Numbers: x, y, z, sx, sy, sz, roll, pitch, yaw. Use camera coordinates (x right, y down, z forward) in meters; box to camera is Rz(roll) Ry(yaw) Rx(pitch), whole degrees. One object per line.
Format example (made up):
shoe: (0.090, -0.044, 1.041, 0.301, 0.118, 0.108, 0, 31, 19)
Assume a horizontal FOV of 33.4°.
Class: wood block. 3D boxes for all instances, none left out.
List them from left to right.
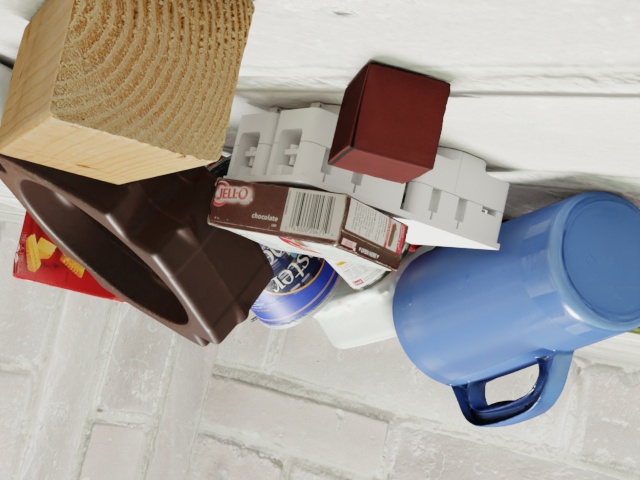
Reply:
wood block: (-0.123, -0.090, 0.621, 0.090, 0.090, 0.206, 15, 174, -23)

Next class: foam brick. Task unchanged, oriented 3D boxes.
foam brick: (0.040, -0.069, 0.640, 0.051, 0.053, 0.078, 14, 175, -8)

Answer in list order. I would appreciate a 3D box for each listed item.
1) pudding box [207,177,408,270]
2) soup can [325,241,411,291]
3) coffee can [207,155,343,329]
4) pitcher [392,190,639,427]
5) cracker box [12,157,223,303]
pudding box: (-0.009, -0.012, 0.751, 0.114, 0.039, 0.089, 11, 174, 34)
soup can: (0.020, -0.016, 0.899, 0.102, 0.068, 0.069, 46, 164, -15)
coffee can: (-0.057, 0.001, 1.005, 0.103, 0.102, 0.140, 6, 144, 49)
pitcher: (0.170, 0.053, 0.882, 0.149, 0.144, 0.243, 47, 154, -5)
cracker box: (-0.210, -0.021, 1.087, 0.214, 0.164, 0.072, 9, 175, 37)
